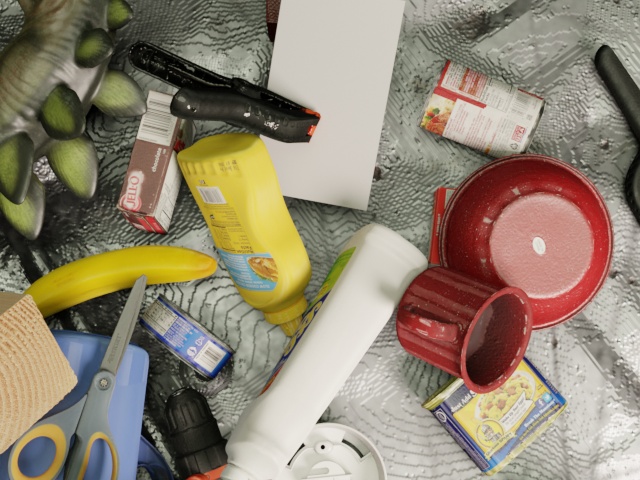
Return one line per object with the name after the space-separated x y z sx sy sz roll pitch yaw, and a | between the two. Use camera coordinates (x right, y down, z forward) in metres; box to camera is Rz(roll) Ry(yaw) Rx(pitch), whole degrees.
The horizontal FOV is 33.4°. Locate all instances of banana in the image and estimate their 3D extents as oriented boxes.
-0.193 0.039 0.967 0.197 0.037 0.070 -20 46 -8 | banana

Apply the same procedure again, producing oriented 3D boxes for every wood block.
-0.306 0.097 0.856 0.090 0.207 0.090 -45 123 -39 | wood block

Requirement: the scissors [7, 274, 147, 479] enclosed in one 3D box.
-0.195 0.121 0.858 0.096 0.016 0.202 7 74 -15 | scissors

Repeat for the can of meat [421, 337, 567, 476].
0.155 0.145 0.943 0.102 0.057 0.084 -40 83 -6 | can of meat

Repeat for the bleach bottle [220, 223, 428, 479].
-0.006 0.107 0.903 0.068 0.103 0.250 36 67 -5 | bleach bottle

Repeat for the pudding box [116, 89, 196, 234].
-0.147 -0.068 0.968 0.039 0.090 0.113 15 80 2 | pudding box

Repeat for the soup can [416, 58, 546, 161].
0.148 -0.118 0.985 0.102 0.068 0.068 23 81 4 | soup can

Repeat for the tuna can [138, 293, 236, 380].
-0.118 0.085 0.943 0.086 0.086 0.033 37 84 7 | tuna can

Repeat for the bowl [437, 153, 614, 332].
0.187 0.003 0.934 0.162 0.055 0.162 0 92 -3 | bowl

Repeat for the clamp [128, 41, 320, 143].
-0.070 -0.111 0.877 0.171 0.120 0.039 15 117 -26 | clamp

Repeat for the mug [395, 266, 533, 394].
0.109 0.070 0.886 0.082 0.117 0.093 23 103 42 | mug

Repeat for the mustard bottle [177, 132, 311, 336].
-0.056 0.001 0.942 0.058 0.096 0.191 -37 116 -35 | mustard bottle

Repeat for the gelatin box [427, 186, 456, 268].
0.146 -0.007 0.984 0.089 0.030 0.073 7 80 -1 | gelatin box

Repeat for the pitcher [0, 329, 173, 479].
-0.208 0.205 0.910 0.145 0.149 0.243 3 76 17 | pitcher

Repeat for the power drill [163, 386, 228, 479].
-0.111 0.220 0.866 0.057 0.187 0.184 -23 87 19 | power drill
